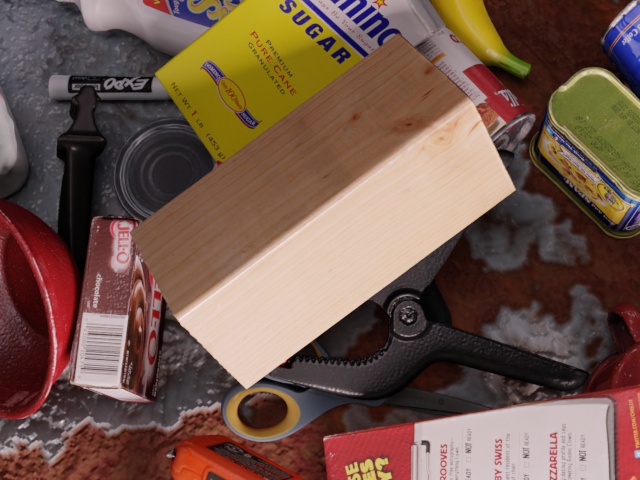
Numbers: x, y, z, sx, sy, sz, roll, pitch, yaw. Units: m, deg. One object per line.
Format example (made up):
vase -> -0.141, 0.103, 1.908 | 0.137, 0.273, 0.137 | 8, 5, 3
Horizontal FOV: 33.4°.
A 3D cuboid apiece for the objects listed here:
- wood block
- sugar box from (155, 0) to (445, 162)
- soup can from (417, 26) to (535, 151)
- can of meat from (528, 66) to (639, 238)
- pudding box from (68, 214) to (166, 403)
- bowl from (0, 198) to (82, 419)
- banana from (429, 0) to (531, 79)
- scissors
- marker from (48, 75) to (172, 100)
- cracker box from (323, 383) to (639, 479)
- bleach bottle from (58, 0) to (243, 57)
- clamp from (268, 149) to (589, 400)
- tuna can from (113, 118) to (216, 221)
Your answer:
wood block -> 0.001, -0.018, 0.652 | 0.206, 0.090, 0.090 | -37, 46, 0
sugar box -> -0.016, -0.126, 0.708 | 0.176, 0.048, 0.093 | -34, 93, 27
soup can -> 0.091, -0.098, 0.746 | 0.068, 0.068, 0.102 | -39, 75, -6
can of meat -> 0.193, -0.059, 0.717 | 0.057, 0.084, 0.102 | -41, 75, -6
pudding box -> -0.131, 0.048, 0.717 | 0.039, 0.090, 0.113 | 5, 76, 8
bowl -> -0.210, 0.036, 0.721 | 0.055, 0.162, 0.162 | -23, 68, -47
banana -> 0.112, -0.209, 0.792 | 0.069, 0.037, 0.198 | 1, 76, -12
scissors -> 0.020, 0.116, 0.721 | 0.202, 0.016, 0.096 | 27, 95, 1
marker -> -0.142, -0.113, 0.797 | 0.121, 0.020, 0.020 | 2, 75, 6
cracker box -> 0.113, 0.181, 0.623 | 0.214, 0.072, 0.164 | -17, 71, 33
bleach bottle -> -0.082, -0.168, 0.785 | 0.251, 0.068, 0.102 | 10, 75, 10
clamp -> 0.064, 0.055, 0.696 | 0.210, 0.036, 0.164 | -26, 89, -2
tuna can -> -0.104, -0.044, 0.767 | 0.086, 0.034, 0.086 | -1, 75, 5
